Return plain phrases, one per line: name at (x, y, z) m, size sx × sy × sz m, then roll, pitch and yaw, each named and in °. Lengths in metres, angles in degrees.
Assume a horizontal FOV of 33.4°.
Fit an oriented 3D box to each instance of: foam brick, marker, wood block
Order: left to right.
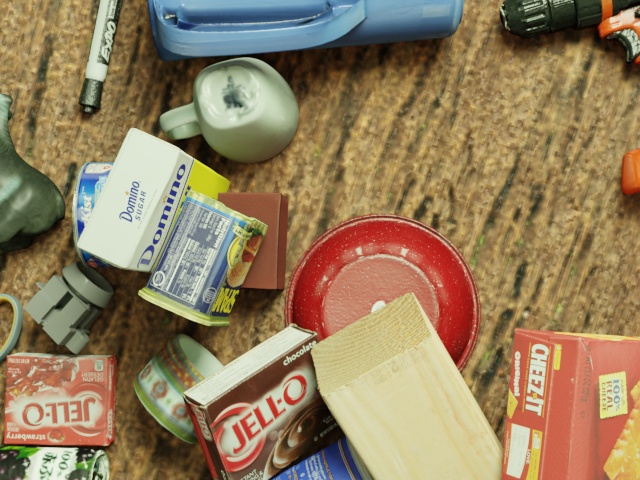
marker at (-0.184, -0.166, 0.897) m, size 0.020 × 0.020 × 0.121 m, roll 12°, pitch 89°, yaw 5°
foam brick at (-0.056, 0.001, 0.864) m, size 0.053 × 0.051 × 0.078 m, roll 3°, pitch 88°, yaw 6°
wood block at (0.084, 0.156, 0.793) m, size 0.090 × 0.091 × 0.206 m, roll -30°, pitch 108°, yaw 4°

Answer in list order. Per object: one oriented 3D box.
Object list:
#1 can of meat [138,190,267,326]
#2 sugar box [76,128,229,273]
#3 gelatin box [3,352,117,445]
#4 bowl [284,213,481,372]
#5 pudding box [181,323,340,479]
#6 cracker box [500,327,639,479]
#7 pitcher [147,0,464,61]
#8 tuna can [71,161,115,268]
can of meat at (-0.084, 0.014, 0.790) m, size 0.057 × 0.102 × 0.084 m, roll 24°, pitch 88°, yaw 8°
sugar box at (-0.120, -0.022, 0.808) m, size 0.048 × 0.176 × 0.093 m, roll 25°, pitch 90°, yaw 5°
gelatin box at (-0.215, 0.132, 0.884) m, size 0.089 × 0.030 × 0.073 m, roll 1°, pitch 88°, yaw 5°
bowl at (0.049, 0.057, 0.852) m, size 0.162 × 0.055 × 0.162 m, roll 0°, pitch 87°, yaw 5°
pudding box at (-0.043, 0.131, 0.824) m, size 0.113 × 0.039 × 0.090 m, roll -33°, pitch 121°, yaw -31°
cracker box at (0.230, 0.151, 0.770) m, size 0.213 × 0.072 × 0.164 m, roll 7°, pitch 89°, yaw -33°
pitcher at (-0.013, -0.202, 0.826) m, size 0.243 × 0.145 × 0.149 m, roll -1°, pitch 85°, yaw 2°
tuna can at (-0.171, -0.021, 0.858) m, size 0.034 × 0.086 × 0.086 m, roll 0°, pitch 88°, yaw 3°
